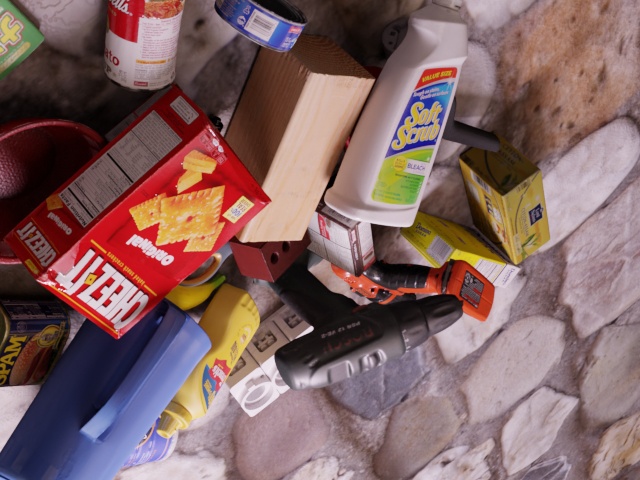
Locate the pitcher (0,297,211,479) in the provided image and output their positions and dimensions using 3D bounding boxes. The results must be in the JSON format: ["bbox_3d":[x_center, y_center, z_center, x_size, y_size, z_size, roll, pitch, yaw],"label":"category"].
[{"bbox_3d":[-0.228,0.166,1.118,0.242,0.145,0.149,-58,151,-24],"label":"pitcher"}]

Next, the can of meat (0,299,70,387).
[{"bbox_3d":[-0.320,0.108,1.120,0.083,0.057,0.102,3,125,-49],"label":"can of meat"}]

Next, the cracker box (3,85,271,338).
[{"bbox_3d":[-0.167,-0.020,1.027,0.213,0.072,0.164,-43,149,-4],"label":"cracker box"}]

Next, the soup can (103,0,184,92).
[{"bbox_3d":[-0.157,-0.192,0.953,0.068,0.069,0.102,-16,138,-32],"label":"soup can"}]

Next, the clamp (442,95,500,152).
[{"bbox_3d":[0.141,-0.138,1.315,0.164,0.036,0.210,-28,140,-6],"label":"clamp"}]

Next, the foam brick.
[{"bbox_3d":[-0.058,0.002,1.231,0.078,0.051,0.053,-47,135,-32],"label":"foam brick"}]

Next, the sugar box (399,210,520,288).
[{"bbox_3d":[0.197,0.013,1.483,0.175,0.093,0.048,10,119,-49],"label":"sugar box"}]

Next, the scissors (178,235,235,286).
[{"bbox_3d":[-0.100,-0.014,1.233,0.201,0.016,0.096,-33,125,-38],"label":"scissors"}]

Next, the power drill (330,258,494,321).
[{"bbox_3d":[0.128,0.063,1.396,0.184,0.188,0.057,32,68,-49],"label":"power drill"}]

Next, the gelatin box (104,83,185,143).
[{"bbox_3d":[-0.160,-0.106,1.071,0.089,0.030,0.073,-40,145,-2],"label":"gelatin box"}]

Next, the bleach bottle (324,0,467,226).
[{"bbox_3d":[0.089,-0.142,1.113,0.102,0.068,0.251,6,108,-39],"label":"bleach bottle"}]

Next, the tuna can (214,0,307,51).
[{"bbox_3d":[-0.057,-0.215,1.009,0.085,0.086,0.034,8,123,-47],"label":"tuna can"}]

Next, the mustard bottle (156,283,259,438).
[{"bbox_3d":[-0.139,0.149,1.260,0.096,0.058,0.191,89,26,-54],"label":"mustard bottle"}]

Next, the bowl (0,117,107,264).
[{"bbox_3d":[-0.275,-0.057,0.991,0.161,0.055,0.162,-25,141,-23],"label":"bowl"}]

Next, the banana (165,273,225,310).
[{"bbox_3d":[-0.181,0.039,1.202,0.197,0.037,0.069,35,74,-57],"label":"banana"}]

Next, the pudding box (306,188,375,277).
[{"bbox_3d":[0.008,-0.017,1.250,0.039,0.114,0.090,-43,145,-25],"label":"pudding box"}]

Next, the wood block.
[{"bbox_3d":[-0.037,-0.108,1.135,0.090,0.091,0.206,-2,129,-41],"label":"wood block"}]
